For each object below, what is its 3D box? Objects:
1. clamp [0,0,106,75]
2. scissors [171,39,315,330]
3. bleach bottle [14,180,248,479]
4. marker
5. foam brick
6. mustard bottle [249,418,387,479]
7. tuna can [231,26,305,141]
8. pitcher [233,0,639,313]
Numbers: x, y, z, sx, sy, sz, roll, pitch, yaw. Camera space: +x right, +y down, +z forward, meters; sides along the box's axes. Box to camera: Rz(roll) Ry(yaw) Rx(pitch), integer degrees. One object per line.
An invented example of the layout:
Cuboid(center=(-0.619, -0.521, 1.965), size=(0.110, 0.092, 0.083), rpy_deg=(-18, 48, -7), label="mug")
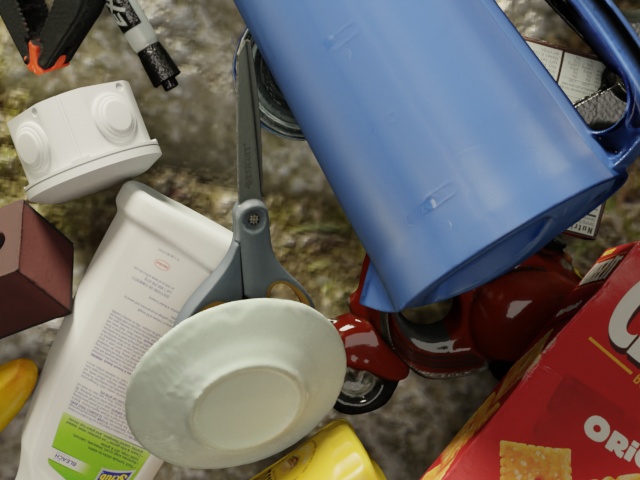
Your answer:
Cuboid(center=(-0.163, -0.184, 0.604), size=(0.120, 0.039, 0.172), rpy_deg=(26, 116, 24), label="clamp")
Cuboid(center=(-0.054, 0.001, 0.583), size=(0.096, 0.016, 0.202), rpy_deg=(-24, 117, -15), label="scissors")
Cuboid(center=(-0.131, 0.097, 0.635), size=(0.102, 0.068, 0.251), rpy_deg=(29, 93, -14), label="bleach bottle")
Cuboid(center=(-0.120, -0.143, 0.637), size=(0.020, 0.020, 0.121), rpy_deg=(-31, 97, -2), label="marker")
Cuboid(center=(-0.187, 0.021, 0.609), size=(0.078, 0.053, 0.051), rpy_deg=(-21, 142, 16), label="foam brick")
Cuboid(center=(-0.049, 0.182, 0.634), size=(0.191, 0.096, 0.058), rpy_deg=(-33, 101, -2), label="mustard bottle")
Cuboid(center=(-0.010, -0.103, 0.644), size=(0.086, 0.034, 0.086), rpy_deg=(0, 95, -6), label="tuna can")
Cuboid(center=(0.048, -0.097, 0.551), size=(0.149, 0.145, 0.243), rpy_deg=(-26, 78, -21), label="pitcher")
